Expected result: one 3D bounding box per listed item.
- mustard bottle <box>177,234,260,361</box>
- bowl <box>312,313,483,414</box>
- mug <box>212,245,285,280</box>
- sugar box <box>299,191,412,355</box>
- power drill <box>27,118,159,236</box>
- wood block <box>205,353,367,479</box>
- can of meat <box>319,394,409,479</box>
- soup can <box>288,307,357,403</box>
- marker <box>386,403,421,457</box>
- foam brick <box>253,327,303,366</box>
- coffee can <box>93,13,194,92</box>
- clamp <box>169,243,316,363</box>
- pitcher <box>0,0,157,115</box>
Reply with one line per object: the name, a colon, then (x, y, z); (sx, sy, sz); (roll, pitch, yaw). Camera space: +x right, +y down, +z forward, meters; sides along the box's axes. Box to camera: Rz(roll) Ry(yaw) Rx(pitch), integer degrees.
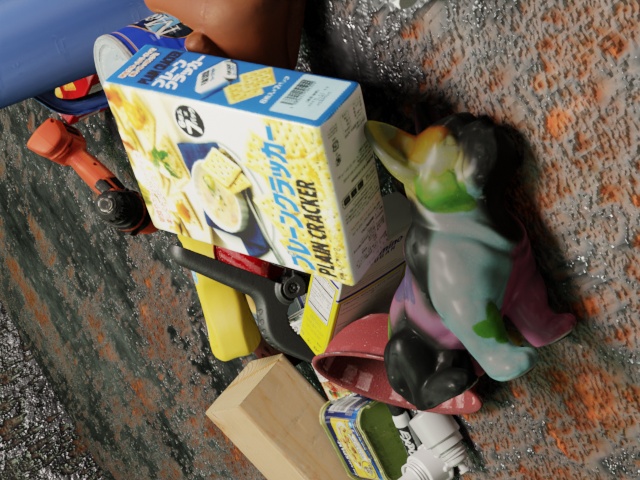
mustard bottle: (-0.120, 0.034, 1.209); (0.096, 0.058, 0.191); (-101, -5, -77)
bowl: (0.076, 0.110, 0.986); (0.162, 0.055, 0.162); (14, 160, 5)
mug: (-0.057, 0.001, 1.127); (0.082, 0.093, 0.117); (30, 155, 40)
sugar box: (0.035, 0.035, 0.993); (0.048, 0.093, 0.176); (47, 151, 25)
power drill: (-0.303, -0.081, 1.427); (0.188, 0.057, 0.184); (43, -179, 10)
wood block: (-0.023, 0.241, 1.258); (0.206, 0.090, 0.091); (49, 150, -11)
can of meat: (0.056, 0.222, 1.197); (0.084, 0.057, 0.102); (-11, 108, 61)
soup can: (0.016, 0.113, 1.141); (0.102, 0.068, 0.069); (61, 155, -1)
marker: (0.097, 0.214, 1.156); (0.020, 0.020, 0.121); (3, 119, 61)
foam brick: (-0.044, 0.121, 1.279); (0.053, 0.051, 0.078); (51, 153, 18)
coffee can: (-0.129, -0.172, 1.017); (0.103, 0.140, 0.103); (43, 150, 32)
clamp: (-0.028, 0.036, 1.070); (0.210, 0.164, 0.036); (52, 167, -16)
pitcher: (-0.285, -0.215, 1.140); (0.149, 0.242, 0.145); (58, 157, 7)
